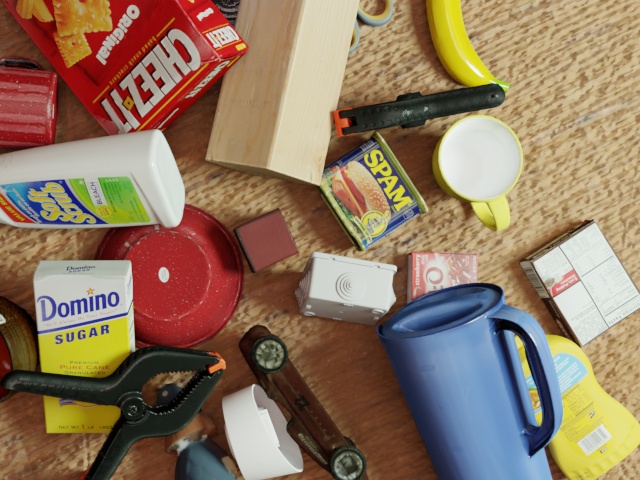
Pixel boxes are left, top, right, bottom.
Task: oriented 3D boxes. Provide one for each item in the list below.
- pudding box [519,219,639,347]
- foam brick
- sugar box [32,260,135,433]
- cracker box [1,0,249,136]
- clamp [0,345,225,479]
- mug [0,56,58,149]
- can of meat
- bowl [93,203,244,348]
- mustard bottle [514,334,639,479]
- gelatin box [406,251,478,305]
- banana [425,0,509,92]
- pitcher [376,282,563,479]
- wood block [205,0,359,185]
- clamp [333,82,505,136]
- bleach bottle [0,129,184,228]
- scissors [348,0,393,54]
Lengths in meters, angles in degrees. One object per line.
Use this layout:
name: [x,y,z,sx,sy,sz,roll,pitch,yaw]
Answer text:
pudding box: [0.286,0.047,1.162,0.090,0.039,0.113,-32,92,-7]
foam brick: [-0.057,0.001,1.112,0.053,0.078,0.051,-25,90,-4]
sugar box: [-0.234,0.108,1.072,0.093,0.048,0.176,-1,113,-2]
cracker box: [-0.203,-0.221,1.073,0.164,0.072,0.213,-38,91,31]
clamp: [-0.195,0.155,1.046,0.210,0.036,0.164,-32,109,-11]
mug: [-0.313,-0.144,1.097,0.081,0.093,0.117,4,50,-10]
can of meat: [0.051,-0.050,1.136,0.084,0.057,0.102,-33,90,-3]
bowl: [-0.159,0.037,1.112,0.162,0.055,0.162,0,87,-5]
mustard bottle: [0.251,0.160,1.142,0.096,0.058,0.191,-38,91,5]
gelatin box: [0.131,0.057,1.150,0.073,0.030,0.089,2,87,-5]
banana: [0.148,-0.249,1.167,0.069,0.037,0.198,-14,90,-25]
pitcher: [0.163,0.173,1.077,0.145,0.149,0.243,-21,102,-2]
wood block: [-0.038,-0.170,1.098,0.090,0.090,0.206,11,88,35]
clamp: [0.102,-0.136,1.099,0.171,0.120,0.039,-15,93,-17]
bleach bottle: [-0.272,-0.049,1.085,0.251,0.102,0.068,-7,45,10]
scissors: [0.014,-0.303,1.163,0.096,0.016,0.202,-17,90,-4]
